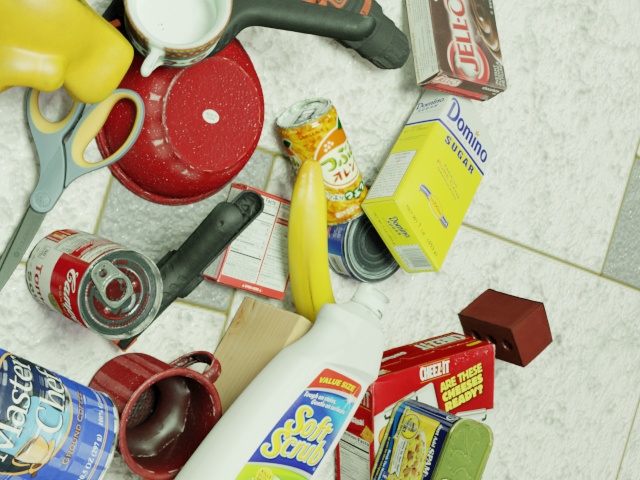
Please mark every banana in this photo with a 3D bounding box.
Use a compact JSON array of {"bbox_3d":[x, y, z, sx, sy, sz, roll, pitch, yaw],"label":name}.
[{"bbox_3d":[-0.006,0.022,0.949,0.069,0.037,0.198,-74,161,-45],"label":"banana"}]

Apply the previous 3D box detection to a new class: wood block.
[{"bbox_3d":[-0.062,0.166,0.934,0.090,0.091,0.206,37,77,-35],"label":"wood block"}]

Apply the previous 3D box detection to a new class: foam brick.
[{"bbox_3d":[0.195,0.091,1.123,0.051,0.078,0.053,-36,119,-28],"label":"foam brick"}]

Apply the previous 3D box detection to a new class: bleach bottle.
[{"bbox_3d":[-0.025,0.138,0.859,0.102,0.068,0.250,46,70,-33],"label":"bleach bottle"}]

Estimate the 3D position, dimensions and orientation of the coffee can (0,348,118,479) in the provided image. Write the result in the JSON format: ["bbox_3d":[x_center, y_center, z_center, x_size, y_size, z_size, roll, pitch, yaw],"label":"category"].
[{"bbox_3d":[-0.236,0.135,0.787,0.140,0.103,0.103,33,79,-37],"label":"coffee can"}]

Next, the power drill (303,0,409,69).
[{"bbox_3d":[0.045,-0.267,0.946,0.184,0.057,0.187,34,79,-37],"label":"power drill"}]

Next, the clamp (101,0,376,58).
[{"bbox_3d":[-0.070,-0.189,0.833,0.209,0.036,0.164,-32,79,-15],"label":"clamp"}]

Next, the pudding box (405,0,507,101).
[{"bbox_3d":[0.127,-0.194,1.011,0.089,0.039,0.113,7,68,-39],"label":"pudding box"}]

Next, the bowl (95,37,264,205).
[{"bbox_3d":[-0.101,-0.105,0.871,0.161,0.055,0.162,-8,105,-35],"label":"bowl"}]

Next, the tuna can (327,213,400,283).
[{"bbox_3d":[0.045,-0.002,1.016,0.085,0.034,0.086,-9,104,-36],"label":"tuna can"}]

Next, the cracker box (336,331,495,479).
[{"bbox_3d":[0.096,0.215,1.077,0.163,0.072,0.214,-11,105,-36],"label":"cracker box"}]

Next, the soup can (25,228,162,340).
[{"bbox_3d":[-0.174,0.031,0.812,0.068,0.102,0.068,-9,105,-36],"label":"soup can"}]

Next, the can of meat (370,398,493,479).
[{"bbox_3d":[0.099,0.203,0.978,0.057,0.084,0.102,24,84,-37],"label":"can of meat"}]

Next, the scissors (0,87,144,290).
[{"bbox_3d":[-0.220,-0.050,0.811,0.096,0.016,0.202,45,88,-7],"label":"scissors"}]

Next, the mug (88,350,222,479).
[{"bbox_3d":[-0.133,0.132,0.878,0.117,0.082,0.093,-44,122,-22],"label":"mug"}]

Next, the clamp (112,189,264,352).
[{"bbox_3d":[-0.111,0.023,0.851,0.039,0.120,0.171,42,91,5],"label":"clamp"}]

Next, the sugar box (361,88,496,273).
[{"bbox_3d":[0.107,-0.062,1.012,0.093,0.048,0.176,55,49,-31],"label":"sugar box"}]

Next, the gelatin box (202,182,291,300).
[{"bbox_3d":[-0.056,0.001,0.943,0.073,0.030,0.089,18,88,-37],"label":"gelatin box"}]
